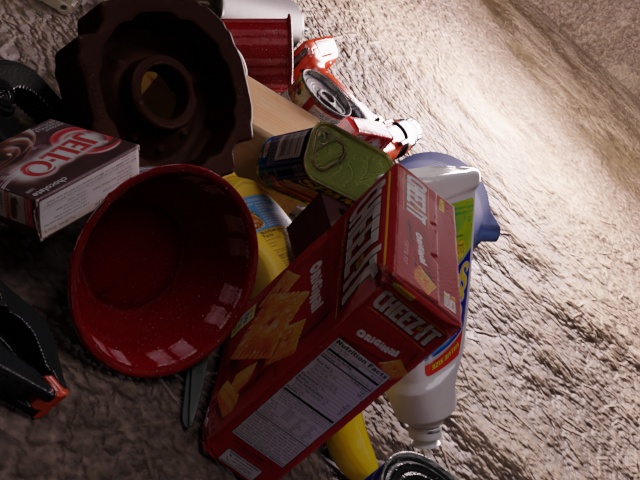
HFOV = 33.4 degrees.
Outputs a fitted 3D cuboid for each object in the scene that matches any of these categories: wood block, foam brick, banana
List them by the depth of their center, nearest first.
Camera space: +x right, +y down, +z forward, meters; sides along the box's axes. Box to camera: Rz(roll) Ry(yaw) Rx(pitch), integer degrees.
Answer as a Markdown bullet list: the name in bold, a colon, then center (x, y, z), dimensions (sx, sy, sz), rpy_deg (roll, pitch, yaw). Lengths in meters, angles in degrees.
- **banana**: center (0.025, 0.141, 0.930), dimensions (0.069, 0.037, 0.198), rpy_deg (50, 21, -34)
- **foam brick**: center (0.011, 0.007, 0.942), dimensions (0.052, 0.051, 0.078), rpy_deg (24, 33, -35)
- **wood block**: center (-0.099, -0.111, 1.044), dimensions (0.205, 0.090, 0.091), rpy_deg (28, 32, -32)

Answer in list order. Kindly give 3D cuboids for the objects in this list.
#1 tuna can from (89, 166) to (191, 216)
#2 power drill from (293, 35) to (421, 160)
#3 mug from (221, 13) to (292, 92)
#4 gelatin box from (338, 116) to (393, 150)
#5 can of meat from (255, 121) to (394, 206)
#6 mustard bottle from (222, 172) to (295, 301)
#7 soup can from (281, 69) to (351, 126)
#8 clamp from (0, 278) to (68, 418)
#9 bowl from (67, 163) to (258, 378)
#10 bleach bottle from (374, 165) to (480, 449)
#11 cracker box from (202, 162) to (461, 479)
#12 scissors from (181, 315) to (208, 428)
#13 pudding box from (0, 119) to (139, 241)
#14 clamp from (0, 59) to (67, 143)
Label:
- **tuna can**: center (-0.139, -0.018, 0.855), dimensions (0.086, 0.086, 0.034), rpy_deg (19, 38, -42)
- **power drill**: center (0.045, -0.180, 1.388), dimensions (0.188, 0.057, 0.184), rpy_deg (48, 26, 6)
- **mug**: center (-0.075, -0.207, 1.206), dimensions (0.081, 0.093, 0.117), rpy_deg (-1, 3, -5)
- **gelatin box**: center (0.031, -0.100, 1.215), dimensions (0.073, 0.089, 0.030), rpy_deg (3, 48, -54)
- **can of meat**: center (0.003, -0.065, 0.988), dimensions (0.102, 0.084, 0.057), rpy_deg (24, 74, -34)
- **mustard bottle**: center (-0.057, 0.002, 0.979), dimensions (0.192, 0.058, 0.096), rpy_deg (54, 32, 15)
- **soup can**: center (-0.025, -0.126, 1.157), dimensions (0.068, 0.102, 0.068), rpy_deg (34, 28, -22)
- **clamp**: center (-0.232, 0.042, 0.688), dimensions (0.171, 0.039, 0.120), rpy_deg (52, 28, 12)
- **bowl**: center (-0.126, 0.018, 0.794), dimensions (0.161, 0.162, 0.055), rpy_deg (19, 1, -42)
- **bleach bottle**: center (0.098, 0.062, 0.965), dimensions (0.102, 0.068, 0.251), rpy_deg (-13, 105, -47)
- **cracker box**: center (0.006, 0.062, 0.807), dimensions (0.072, 0.214, 0.164), rpy_deg (37, 28, -17)
- **scissors**: center (-0.110, 0.058, 0.859), dimensions (0.096, 0.016, 0.201), rpy_deg (18, 45, 7)
- **pudding box**: center (-0.202, -0.047, 0.788), dimensions (0.090, 0.039, 0.113), rpy_deg (16, 35, 26)
- **clamp**: center (-0.263, -0.117, 0.830), dimensions (0.209, 0.036, 0.164), rpy_deg (14, 60, -59)
